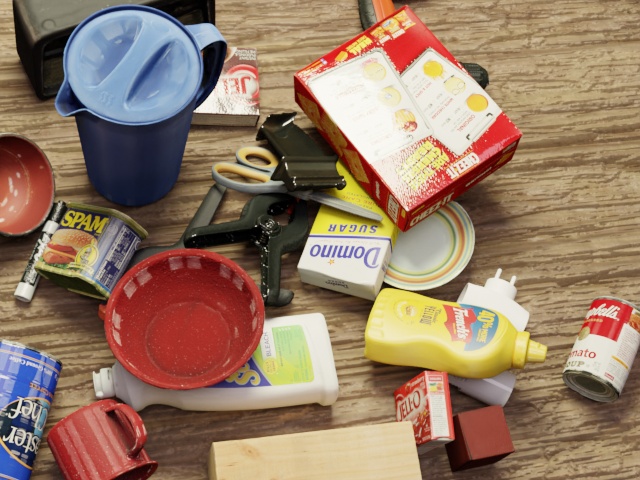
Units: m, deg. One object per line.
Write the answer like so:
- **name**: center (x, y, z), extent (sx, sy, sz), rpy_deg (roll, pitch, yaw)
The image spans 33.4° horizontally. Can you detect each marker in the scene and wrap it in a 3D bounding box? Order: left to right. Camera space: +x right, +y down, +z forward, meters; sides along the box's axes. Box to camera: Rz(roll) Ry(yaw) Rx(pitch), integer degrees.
- **marker**: center (-0.307, 0.010, 1.178), extent (0.020, 0.020, 0.121), rpy_deg (18, 67, -2)

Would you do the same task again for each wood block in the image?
- **wood block**: center (-0.007, 0.249, 1.099), extent (0.206, 0.091, 0.090), rpy_deg (-4, 70, -11)

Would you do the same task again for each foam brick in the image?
- **foam brick**: center (0.168, 0.213, 1.149), extent (0.051, 0.078, 0.053), rpy_deg (-9, 71, -11)

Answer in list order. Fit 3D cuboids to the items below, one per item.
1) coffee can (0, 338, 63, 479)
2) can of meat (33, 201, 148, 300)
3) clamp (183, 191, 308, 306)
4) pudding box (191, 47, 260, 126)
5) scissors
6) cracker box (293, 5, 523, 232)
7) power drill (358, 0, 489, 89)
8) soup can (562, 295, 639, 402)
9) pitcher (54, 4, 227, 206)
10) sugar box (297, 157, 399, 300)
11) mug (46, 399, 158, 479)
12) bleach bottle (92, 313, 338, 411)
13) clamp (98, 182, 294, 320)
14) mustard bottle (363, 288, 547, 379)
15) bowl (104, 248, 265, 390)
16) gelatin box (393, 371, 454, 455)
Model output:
- **coffee can**: center (-0.326, 0.179, 1.065), extent (0.102, 0.103, 0.140), rpy_deg (13, 67, -4)
- **can of meat**: center (-0.249, 0.011, 1.149), extent (0.102, 0.057, 0.084), rpy_deg (10, 65, 38)
- **clamp**: center (-0.058, 0.001, 1.181), extent (0.120, 0.039, 0.171), rpy_deg (47, 47, 8)
- **pudding box**: center (-0.129, -0.184, 1.271), extent (0.113, 0.039, 0.090), rpy_deg (-1, 70, -10)
- **scissors**: center (-0.024, -0.068, 1.226), extent (0.202, 0.016, 0.096), rpy_deg (11, 36, 1)
- **cracker box**: center (0.095, -0.139, 1.212), extent (0.164, 0.072, 0.214), rpy_deg (-34, 71, -13)
- **power drill**: center (0.112, -0.262, 1.332), extent (0.184, 0.057, 0.187), rpy_deg (-1, 69, -10)
- **soup can**: center (0.324, 0.124, 1.214), extent (0.068, 0.068, 0.102), rpy_deg (28, 68, 2)
- **pitcher**: center (-0.189, -0.134, 1.132), extent (0.149, 0.243, 0.145), rpy_deg (12, 68, -5)
- **sugar box**: center (0.046, -0.026, 1.227), extent (0.093, 0.048, 0.176), rpy_deg (13, 64, 14)
- **mug**: center (-0.216, 0.208, 1.071), extent (0.093, 0.117, 0.081), rpy_deg (-9, 60, -51)
- **bleach bottle**: center (-0.113, 0.143, 1.138), extent (0.250, 0.068, 0.102), rpy_deg (-8, 69, -10)
- **clamp**: center (-0.153, 0.028, 1.187), extent (0.209, 0.036, 0.164), rpy_deg (-19, 72, -20)
- **mustard bottle**: center (0.149, 0.106, 1.161), extent (0.192, 0.058, 0.096), rpy_deg (10, 34, 13)
- **bowl**: center (-0.138, 0.090, 1.096), extent (0.162, 0.055, 0.162), rpy_deg (1, 58, -2)
- **gelatin box**: center (0.109, 0.186, 1.142), extent (0.030, 0.089, 0.073), rpy_deg (4, 68, -19)
